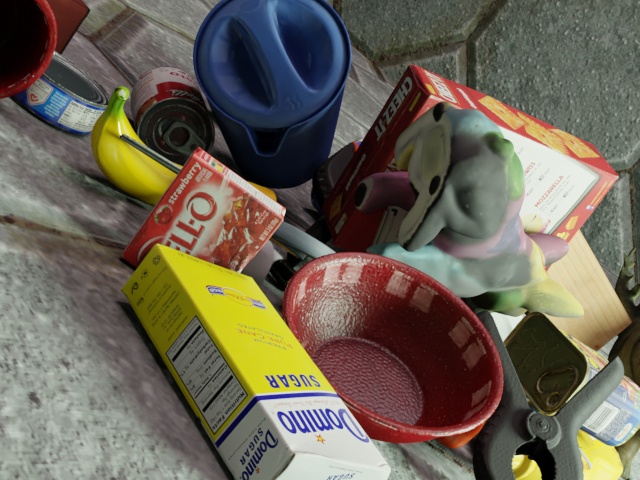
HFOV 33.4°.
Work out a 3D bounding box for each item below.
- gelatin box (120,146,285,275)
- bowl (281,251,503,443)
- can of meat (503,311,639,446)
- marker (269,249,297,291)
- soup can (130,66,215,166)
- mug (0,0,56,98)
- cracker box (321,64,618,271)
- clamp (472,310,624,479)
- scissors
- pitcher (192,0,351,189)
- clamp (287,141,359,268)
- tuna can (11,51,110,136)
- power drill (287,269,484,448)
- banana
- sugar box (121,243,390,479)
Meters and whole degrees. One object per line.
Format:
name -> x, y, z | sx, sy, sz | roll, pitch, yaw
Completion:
gelatin box -> -0.078, -0.005, 0.708 | 0.073, 0.089, 0.030 | 36, 15, -9
bowl -> 0.041, 0.083, 0.730 | 0.162, 0.055, 0.162 | 16, 39, -14
can of meat -> 0.207, 0.115, 0.873 | 0.083, 0.057, 0.102 | 31, 12, -28
marker -> -0.056, 0.001, 0.896 | 0.121, 0.020, 0.020 | 45, 15, 29
soup can -> -0.135, -0.111, 0.961 | 0.068, 0.068, 0.102 | 32, 14, -25
mug -> -0.262, -0.159, 0.776 | 0.117, 0.093, 0.082 | -17, 41, -28
cracker box -> 0.133, -0.044, 0.966 | 0.213, 0.164, 0.072 | 19, 28, -25
clamp -> 0.161, 0.135, 0.760 | 0.120, 0.039, 0.171 | 9, 59, -2
scissors -> -0.057, -0.024, 0.803 | 0.096, 0.016, 0.201 | 24, -7, 38
pitcher -> -0.040, -0.141, 1.008 | 0.145, 0.149, 0.243 | 46, -9, 9
clamp -> 0.040, -0.012, 1.037 | 0.164, 0.036, 0.210 | 36, 35, -25
tuna can -> -0.214, -0.122, 0.864 | 0.086, 0.034, 0.086 | 36, 14, -10
power drill -> 0.070, 0.085, 0.874 | 0.184, 0.057, 0.187 | 42, 16, 15
banana -> -0.113, -0.051, 0.825 | 0.197, 0.070, 0.037 | 32, 44, -51
sugar box -> -0.040, 0.080, 0.622 | 0.093, 0.048, 0.176 | 22, 20, -49
